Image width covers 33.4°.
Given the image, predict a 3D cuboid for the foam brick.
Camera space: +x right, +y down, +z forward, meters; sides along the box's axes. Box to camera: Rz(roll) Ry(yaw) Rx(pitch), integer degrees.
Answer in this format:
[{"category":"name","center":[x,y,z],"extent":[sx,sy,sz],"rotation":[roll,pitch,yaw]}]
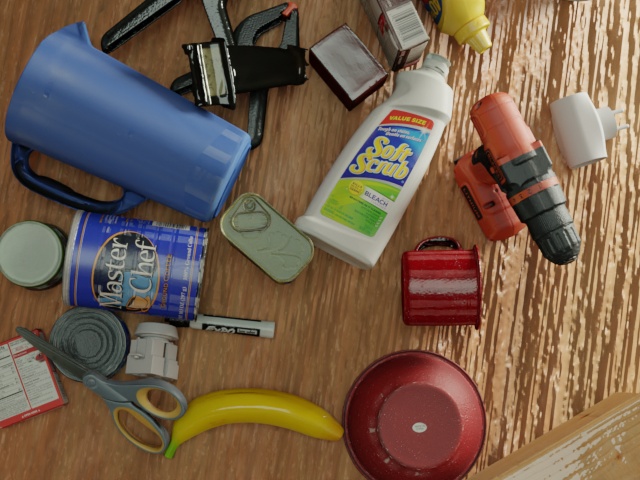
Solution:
[{"category":"foam brick","center":[0.030,-0.194,1.197],"extent":[0.051,0.053,0.078],"rotation":[-39,87,-6]}]

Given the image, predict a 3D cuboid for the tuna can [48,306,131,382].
[{"category":"tuna can","center":[-0.250,0.112,1.159],"extent":[0.086,0.034,0.086],"rotation":[0,83,-2]}]

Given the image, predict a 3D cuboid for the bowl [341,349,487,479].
[{"category":"bowl","center":[0.104,0.198,1.151],"extent":[0.162,0.055,0.162],"rotation":[0,83,-2]}]

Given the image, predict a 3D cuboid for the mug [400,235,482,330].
[{"category":"mug","center":[0.129,0.042,1.160],"extent":[0.081,0.093,0.117],"rotation":[-1,52,2]}]

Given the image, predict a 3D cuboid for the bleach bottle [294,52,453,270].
[{"category":"bleach bottle","center":[0.070,-0.098,1.183],"extent":[0.102,0.068,0.251],"rotation":[27,81,1]}]

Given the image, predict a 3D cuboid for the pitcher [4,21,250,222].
[{"category":"pitcher","center":[-0.207,-0.107,1.147],"extent":[0.243,0.149,0.145],"rotation":[26,53,-2]}]

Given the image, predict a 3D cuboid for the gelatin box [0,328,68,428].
[{"category":"gelatin box","center":[-0.323,0.149,1.155],"extent":[0.073,0.030,0.089],"rotation":[-21,84,-3]}]

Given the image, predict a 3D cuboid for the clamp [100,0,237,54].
[{"category":"clamp","center":[-0.147,-0.277,1.172],"extent":[0.164,0.036,0.210],"rotation":[10,88,0]}]

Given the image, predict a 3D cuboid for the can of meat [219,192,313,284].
[{"category":"can of meat","center":[-0.058,0.001,1.154],"extent":[0.102,0.084,0.057],"rotation":[40,83,3]}]

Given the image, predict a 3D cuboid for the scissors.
[{"category":"scissors","center":[-0.221,0.142,1.119],"extent":[0.096,0.016,0.201],"rotation":[-36,102,23]}]

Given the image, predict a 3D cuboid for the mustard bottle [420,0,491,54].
[{"category":"mustard bottle","center":[0.130,-0.290,1.190],"extent":[0.058,0.096,0.191],"rotation":[-34,86,-6]}]

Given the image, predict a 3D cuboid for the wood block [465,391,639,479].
[{"category":"wood block","center":[0.262,0.250,1.132],"extent":[0.206,0.091,0.090],"rotation":[-29,85,-5]}]

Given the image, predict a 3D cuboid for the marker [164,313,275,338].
[{"category":"marker","center":[-0.111,0.092,1.174],"extent":[0.121,0.020,0.020],"rotation":[7,83,-1]}]

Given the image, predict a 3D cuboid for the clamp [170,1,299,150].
[{"category":"clamp","center":[-0.087,-0.200,1.201],"extent":[0.120,0.039,0.171],"rotation":[27,82,-2]}]

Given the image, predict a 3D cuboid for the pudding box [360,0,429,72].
[{"category":"pudding box","center":[0.078,-0.254,1.187],"extent":[0.039,0.090,0.113],"rotation":[-22,85,-3]}]

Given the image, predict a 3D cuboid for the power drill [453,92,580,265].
[{"category":"power drill","center":[0.202,-0.051,1.118],"extent":[0.057,0.188,0.184],"rotation":[-23,83,-6]}]

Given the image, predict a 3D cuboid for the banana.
[{"category":"banana","center":[-0.075,0.192,1.157],"extent":[0.198,0.037,0.069],"rotation":[-5,113,0]}]

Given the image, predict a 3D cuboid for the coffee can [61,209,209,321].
[{"category":"coffee can","center":[-0.194,0.027,1.132],"extent":[0.140,0.103,0.103],"rotation":[8,83,-5]}]
